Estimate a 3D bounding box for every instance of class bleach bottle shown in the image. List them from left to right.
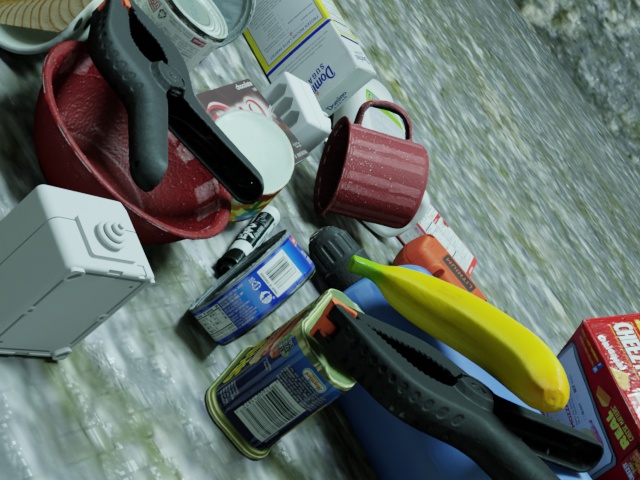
[{"bbox_3d":[0.058,-0.108,1.139,0.102,0.068,0.251,42,23,-21],"label":"bleach bottle"}]

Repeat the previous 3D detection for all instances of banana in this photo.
[{"bbox_3d":[0.096,0.061,0.680,0.069,0.037,0.198,3,19,-39],"label":"banana"}]

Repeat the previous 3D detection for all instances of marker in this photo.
[{"bbox_3d":[-0.055,0.001,0.825,0.020,0.020,0.121,48,24,-8],"label":"marker"}]

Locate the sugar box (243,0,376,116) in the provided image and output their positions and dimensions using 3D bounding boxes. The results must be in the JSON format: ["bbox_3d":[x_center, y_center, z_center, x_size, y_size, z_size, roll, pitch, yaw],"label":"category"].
[{"bbox_3d":[-0.023,-0.212,1.099,0.048,0.093,0.176,6,51,-59],"label":"sugar box"}]

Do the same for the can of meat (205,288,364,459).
[{"bbox_3d":[-0.015,0.084,0.697,0.057,0.084,0.102,50,23,-3],"label":"can of meat"}]

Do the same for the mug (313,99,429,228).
[{"bbox_3d":[0.050,-0.069,0.971,0.081,0.117,0.093,14,-4,-14],"label":"mug"}]

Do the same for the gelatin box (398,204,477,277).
[{"bbox_3d":[0.123,0.008,1.128,0.089,0.030,0.073,50,25,-3],"label":"gelatin box"}]

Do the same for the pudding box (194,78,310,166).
[{"bbox_3d":[-0.066,-0.087,0.905,0.090,0.039,0.113,52,24,0],"label":"pudding box"}]

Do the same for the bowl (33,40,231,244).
[{"bbox_3d":[-0.135,-0.053,0.711,0.162,0.055,0.162,41,26,-25],"label":"bowl"}]

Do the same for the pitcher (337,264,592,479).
[{"bbox_3d":[0.095,0.144,0.769,0.144,0.149,0.243,-8,55,-41],"label":"pitcher"}]

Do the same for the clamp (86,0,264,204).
[{"bbox_3d":[-0.111,-0.093,0.694,0.171,0.039,0.120,55,19,12],"label":"clamp"}]

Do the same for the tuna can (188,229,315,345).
[{"bbox_3d":[-0.045,0.032,0.715,0.034,0.086,0.086,51,23,-6],"label":"tuna can"}]

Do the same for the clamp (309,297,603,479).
[{"bbox_3d":[0.086,0.105,0.619,0.210,0.036,0.164,32,13,-3],"label":"clamp"}]

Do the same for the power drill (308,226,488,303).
[{"bbox_3d":[0.076,0.051,0.952,0.184,0.057,0.187,53,25,3],"label":"power drill"}]

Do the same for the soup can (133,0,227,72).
[{"bbox_3d":[-0.127,-0.143,0.796,0.068,0.102,0.068,40,26,-24],"label":"soup can"}]
